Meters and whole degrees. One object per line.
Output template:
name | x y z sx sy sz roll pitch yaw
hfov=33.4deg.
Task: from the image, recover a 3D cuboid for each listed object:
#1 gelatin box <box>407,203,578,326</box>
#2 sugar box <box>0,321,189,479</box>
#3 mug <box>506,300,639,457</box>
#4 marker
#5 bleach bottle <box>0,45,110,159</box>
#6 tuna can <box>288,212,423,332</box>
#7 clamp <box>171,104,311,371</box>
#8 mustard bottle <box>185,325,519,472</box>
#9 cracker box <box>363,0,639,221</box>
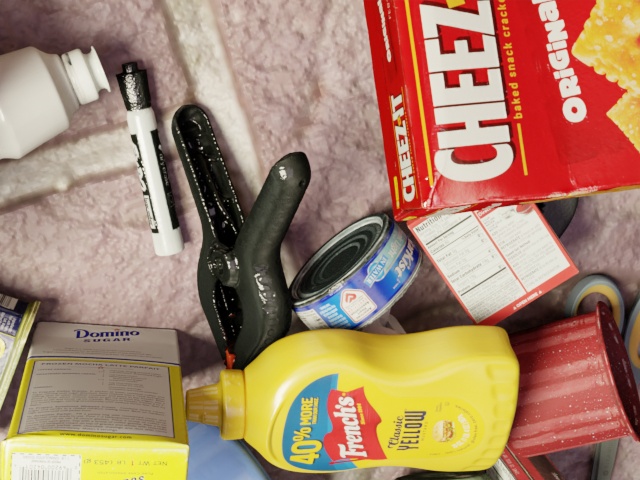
gelatin box | 0.106 0.001 0.667 0.073 0.030 0.089 -34 103 8
sugar box | -0.126 0.096 0.613 0.093 0.176 0.048 4 102 -10
mug | 0.163 0.101 0.707 0.082 0.093 0.117 -18 141 21
marker | -0.105 -0.050 0.659 0.020 0.020 0.121 -12 106 -7
bleach bottle | -0.243 -0.055 0.604 0.250 0.103 0.068 -23 118 -9
tuna can | 0.020 0.022 0.666 0.086 0.086 0.033 -41 106 2
clamp | -0.054 0.001 0.656 0.039 0.120 0.171 -13 127 -32
mustard bottle | 0.016 0.096 0.635 0.191 0.058 0.096 1 127 -9
cracker box | 0.141 -0.106 0.612 0.213 0.072 0.164 -7 87 -11
